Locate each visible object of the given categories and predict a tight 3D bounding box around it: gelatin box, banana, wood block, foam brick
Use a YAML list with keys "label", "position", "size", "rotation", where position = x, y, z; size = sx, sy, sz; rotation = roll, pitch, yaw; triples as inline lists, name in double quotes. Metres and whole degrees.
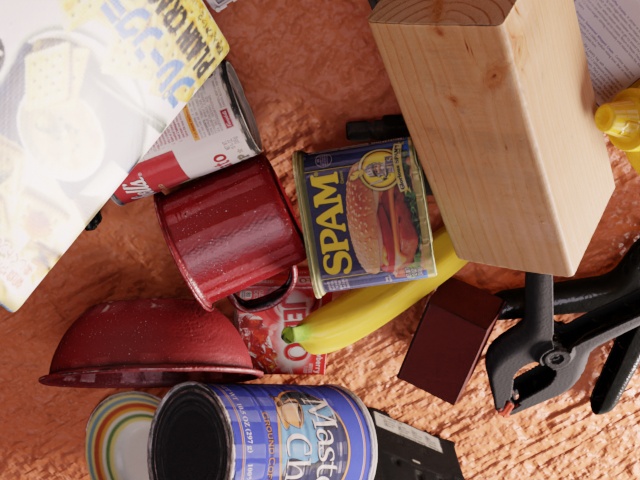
- label: "gelatin box"
  position: [-0.030, 0.063, 0.826]
  size: [0.073, 0.030, 0.089]
  rotation: [1, 123, -8]
- label: "banana"
  position: [0.057, 0.033, 0.791]
  size: [0.197, 0.070, 0.037]
  rotation: [-33, 84, -14]
- label: "wood block"
  position: [0.116, -0.082, 0.681]
  size: [0.090, 0.090, 0.206]
  rotation: [10, 142, 35]
- label: "foam brick"
  position: [0.101, 0.077, 0.827]
  size: [0.051, 0.052, 0.078]
  rotation: [26, 120, 13]

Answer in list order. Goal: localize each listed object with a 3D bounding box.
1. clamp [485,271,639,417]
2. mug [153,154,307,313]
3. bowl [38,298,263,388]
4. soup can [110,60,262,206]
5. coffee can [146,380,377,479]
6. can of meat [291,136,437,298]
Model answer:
- label: "clamp"
  position: [0.171, 0.071, 0.815]
  size: [0.120, 0.039, 0.172]
  rotation: [27, 123, -17]
- label: "mug"
  position: [-0.055, 0.001, 0.748]
  size: [0.081, 0.093, 0.117]
  rotation: [-24, 118, 3]
- label: "bowl"
  position: [-0.123, 0.076, 0.779]
  size: [0.162, 0.162, 0.055]
  rotation: [-1, 79, -6]
- label: "soup can"
  position: [-0.097, -0.072, 0.708]
  size: [0.102, 0.068, 0.068]
  rotation: [-20, 123, 6]
- label: "coffee can"
  position: [-0.042, 0.157, 0.793]
  size: [0.140, 0.103, 0.103]
  rotation: [8, 125, -42]
- label: "can of meat"
  position: [0.031, -0.018, 0.728]
  size: [0.084, 0.057, 0.102]
  rotation: [-8, 95, 7]
